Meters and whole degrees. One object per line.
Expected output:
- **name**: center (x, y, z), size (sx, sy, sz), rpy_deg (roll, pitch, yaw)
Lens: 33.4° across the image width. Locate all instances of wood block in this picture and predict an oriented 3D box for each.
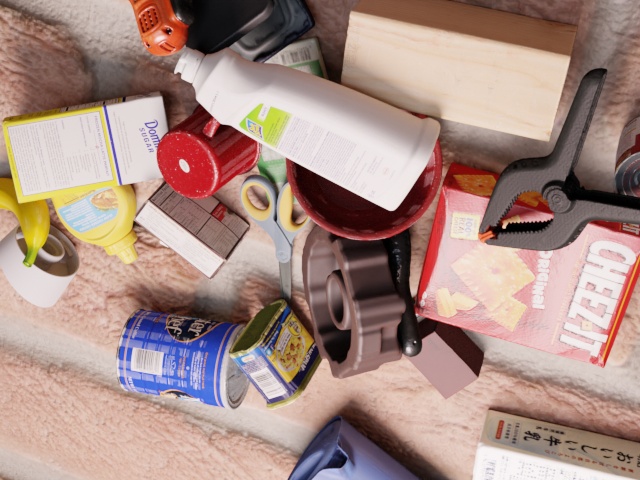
- **wood block**: center (0.132, -0.172, 1.030), size (0.206, 0.090, 0.090), rpy_deg (14, 121, 11)

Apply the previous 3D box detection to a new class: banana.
- **banana**: center (-0.363, -0.038, 1.258), size (0.198, 0.069, 0.037), rpy_deg (36, 166, 47)

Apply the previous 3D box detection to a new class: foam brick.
- **foam brick**: center (0.140, 0.128, 1.211), size (0.053, 0.051, 0.078), rpy_deg (-37, 101, 30)

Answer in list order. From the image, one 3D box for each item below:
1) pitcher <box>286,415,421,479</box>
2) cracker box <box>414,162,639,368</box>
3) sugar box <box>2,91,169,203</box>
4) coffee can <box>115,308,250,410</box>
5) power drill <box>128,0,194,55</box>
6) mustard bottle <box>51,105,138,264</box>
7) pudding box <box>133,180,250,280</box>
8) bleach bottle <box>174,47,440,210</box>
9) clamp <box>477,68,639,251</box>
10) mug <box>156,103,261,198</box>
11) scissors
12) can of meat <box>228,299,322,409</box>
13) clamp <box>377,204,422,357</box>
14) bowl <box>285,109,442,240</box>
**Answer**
- **pitcher**: center (0.075, 0.336, 1.307), size (0.243, 0.149, 0.145), rpy_deg (36, 108, -5)
- **cracker box**: center (0.217, 0.027, 1.118), size (0.214, 0.072, 0.164), rpy_deg (16, 121, 9)
- **sugar box**: center (-0.253, -0.104, 1.178), size (0.176, 0.048, 0.093), rpy_deg (-11, 108, -9)
- **coffee can**: center (-0.161, 0.143, 1.290), size (0.140, 0.102, 0.103), rpy_deg (7, 119, 15)
- **power drill**: center (-0.119, -0.295, 1.032), size (0.188, 0.057, 0.184), rpy_deg (-29, 68, 27)
- **mustard bottle**: center (-0.270, -0.056, 1.247), size (0.096, 0.058, 0.191), rpy_deg (-23, 108, 21)
- **pudding box**: center (-0.143, -0.019, 1.205), size (0.113, 0.090, 0.039), rpy_deg (37, 122, -4)
- **bleach bottle**: center (-0.019, -0.123, 1.023), size (0.250, 0.068, 0.103), rpy_deg (26, 141, -4)
- **clamp**: center (0.224, -0.056, 0.986), size (0.210, 0.036, 0.164), rpy_deg (-23, 101, 42)
- **mug**: center (-0.118, -0.104, 1.145), size (0.093, 0.081, 0.117), rpy_deg (41, 130, 4)
- **scissors**: center (-0.058, 0.001, 1.221), size (0.096, 0.016, 0.202), rpy_deg (22, 129, 4)
- **can of meat**: center (-0.050, 0.131, 1.243), size (0.058, 0.102, 0.084), rpy_deg (-23, 111, 37)
- **clamp**: center (0.080, 0.041, 1.150), size (0.039, 0.120, 0.171), rpy_deg (-9, 107, -21)
- **bowl**: center (0.042, -0.078, 1.105), size (0.162, 0.055, 0.162), rpy_deg (0, 85, -6)
